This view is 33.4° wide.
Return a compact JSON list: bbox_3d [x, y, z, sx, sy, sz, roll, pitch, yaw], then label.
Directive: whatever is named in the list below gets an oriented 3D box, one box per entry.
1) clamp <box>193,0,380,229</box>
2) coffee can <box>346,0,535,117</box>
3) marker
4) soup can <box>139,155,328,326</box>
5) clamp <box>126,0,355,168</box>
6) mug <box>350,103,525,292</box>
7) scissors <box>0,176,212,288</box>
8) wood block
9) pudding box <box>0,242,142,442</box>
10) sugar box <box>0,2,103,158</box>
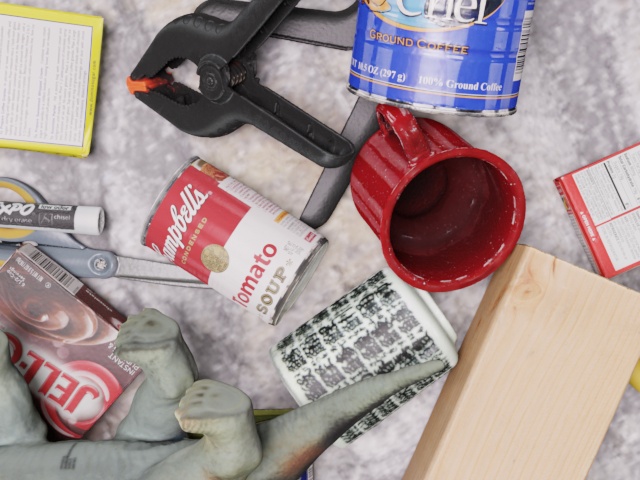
[{"bbox_3d":[0.040,-0.110,0.697,0.210,0.036,0.164,-20,95,3],"label":"clamp"},{"bbox_3d":[0.074,-0.150,0.612,0.103,0.102,0.140,8,107,2],"label":"coffee can"},{"bbox_3d":[-0.203,-0.017,0.700,0.121,0.020,0.020,4,91,3],"label":"marker"},{"bbox_3d":[-0.054,0.001,0.683,0.102,0.068,0.068,32,92,6],"label":"soup can"},{"bbox_3d":[-0.050,-0.094,0.659,0.172,0.039,0.120,-8,99,44],"label":"clamp"},{"bbox_3d":[0.062,-0.036,0.656,0.093,0.081,0.117,-32,120,-2],"label":"mug"},{"bbox_3d":[-0.156,-0.003,0.717,0.202,0.016,0.096,-7,91,2],"label":"scissors"},{"bbox_3d":[0.122,0.113,0.671,0.091,0.090,0.206,23,91,1],"label":"wood block"},{"bbox_3d":[-0.178,0.070,0.697,0.113,0.039,0.090,41,99,-6],"label":"pudding box"},{"bbox_3d":[-0.231,-0.107,0.676,0.176,0.048,0.093,5,92,-17],"label":"sugar box"}]
